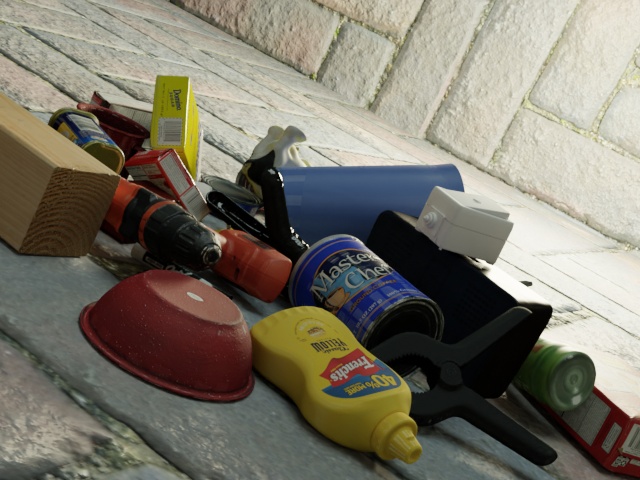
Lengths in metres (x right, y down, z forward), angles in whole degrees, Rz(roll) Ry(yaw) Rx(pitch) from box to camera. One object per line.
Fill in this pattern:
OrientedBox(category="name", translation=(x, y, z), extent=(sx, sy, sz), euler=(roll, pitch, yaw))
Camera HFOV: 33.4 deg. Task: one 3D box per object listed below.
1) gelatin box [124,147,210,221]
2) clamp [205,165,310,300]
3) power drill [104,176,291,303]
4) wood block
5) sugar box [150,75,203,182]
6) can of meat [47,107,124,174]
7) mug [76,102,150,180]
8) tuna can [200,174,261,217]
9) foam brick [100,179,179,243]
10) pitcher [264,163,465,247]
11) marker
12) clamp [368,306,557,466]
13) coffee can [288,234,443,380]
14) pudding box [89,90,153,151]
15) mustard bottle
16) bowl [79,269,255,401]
OrientedBox(category="gelatin box", translation=(-0.173, -0.060, 1.204), extent=(0.073, 0.030, 0.089), euler=(0, -54, 51))
OrientedBox(category="clamp", translation=(-0.058, 0.001, 1.172), extent=(0.039, 0.171, 0.120), euler=(-35, 20, -35))
OrientedBox(category="power drill", translation=(-0.114, 0.004, 1.058), extent=(0.185, 0.057, 0.187), euler=(30, 0, 43))
OrientedBox(category="wood block", translation=(-0.304, -0.074, 1.035), extent=(0.206, 0.091, 0.090), euler=(33, 14, 29))
OrientedBox(category="sugar box", translation=(-0.174, -0.127, 1.315), extent=(0.048, 0.093, 0.176), euler=(2, -14, 2))
OrientedBox(category="can of meat", translation=(-0.254, -0.075, 1.111), extent=(0.057, 0.102, 0.084), euler=(13, 21, -40))
OrientedBox(category="mug", translation=(-0.249, -0.101, 1.258), extent=(0.117, 0.081, 0.093), euler=(30, 14, 17))
OrientedBox(category="tuna can", translation=(-0.124, -0.053, 1.412), extent=(0.086, 0.034, 0.086), euler=(24, 13, -6))
OrientedBox(category="foam brick", translation=(-0.200, -0.032, 1.150), extent=(0.051, 0.053, 0.078), euler=(31, 15, 21))
OrientedBox(category="pitcher", translation=(0.053, -0.038, 1.369), extent=(0.242, 0.149, 0.145), euler=(2, 64, -11))
OrientedBox(category="marker", translation=(-0.138, 0.037, 1.074), extent=(0.121, 0.020, 0.020), euler=(30, 14, 15))
OrientedBox(category="clamp", translation=(0.124, 0.126, 1.029), extent=(0.210, 0.036, 0.164), euler=(10, 56, -9))
OrientedBox(category="coffee can", translation=(0.045, 0.070, 1.104), extent=(0.102, 0.103, 0.140), euler=(14, 18, -40))
OrientedBox(category="pudding box", translation=(-0.254, -0.136, 1.364), extent=(0.039, 0.090, 0.113), euler=(36, 17, 33))
OrientedBox(category="mustard bottle", translation=(0.022, 0.129, 0.925), extent=(0.096, 0.058, 0.192), euler=(-7, 32, -37))
OrientedBox(category="bowl", translation=(-0.119, 0.070, 0.906), extent=(0.162, 0.055, 0.162), euler=(25, 13, -6))
